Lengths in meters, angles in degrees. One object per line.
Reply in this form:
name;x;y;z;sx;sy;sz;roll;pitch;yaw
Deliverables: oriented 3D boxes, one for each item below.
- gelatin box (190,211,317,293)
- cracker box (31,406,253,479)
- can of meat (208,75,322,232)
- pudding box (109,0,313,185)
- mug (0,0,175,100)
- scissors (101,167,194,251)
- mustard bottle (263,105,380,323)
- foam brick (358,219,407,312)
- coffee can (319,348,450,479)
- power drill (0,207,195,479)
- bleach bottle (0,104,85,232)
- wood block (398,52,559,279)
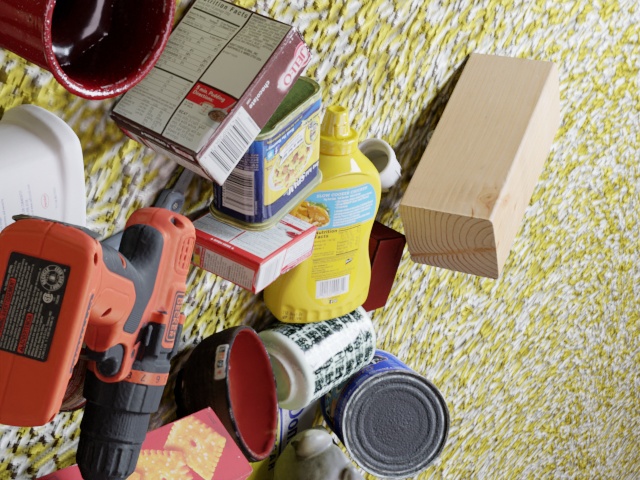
gelatin box;-0.055;0.001;0.824;0.089;0.073;0.030;-35;143;-54
cracker box;-0.175;0.217;0.777;0.213;0.072;0.164;-14;151;-51
can of meat;-0.040;-0.069;0.807;0.102;0.057;0.084;-45;148;-44
pudding box;-0.073;-0.104;0.714;0.113;0.090;0.039;-54;146;-12
mug;-0.135;-0.144;0.599;0.117;0.082;0.093;-49;146;-21
scissors;-0.123;-0.022;0.772;0.096;0.016;0.202;5;109;-60
mustard bottle;0.004;-0.024;0.916;0.096;0.058;0.192;-10;123;-27
foam brick;0.040;0.023;1.015;0.052;0.051;0.078;-8;120;-55
coffee can;0.059;0.165;1.040;0.103;0.102;0.140;-62;-171;-2
power drill;-0.135;0.064;0.623;0.187;0.057;0.184;25;76;-79
bleach bottle;-0.246;0.008;0.572;0.250;0.068;0.103;-27;133;-41
wood block;0.158;-0.076;1.029;0.206;0.091;0.090;-63;153;-31
